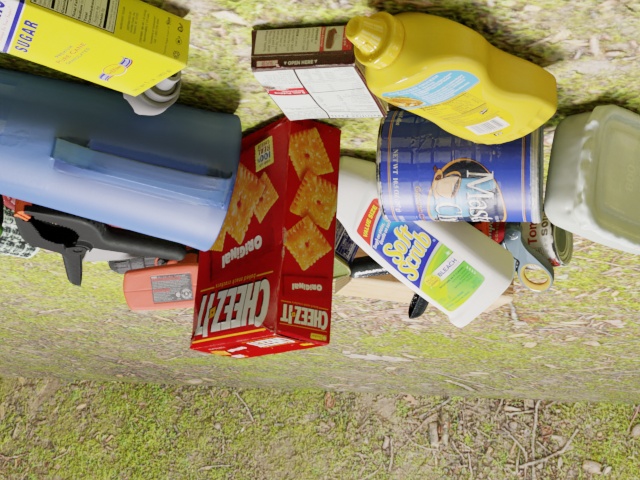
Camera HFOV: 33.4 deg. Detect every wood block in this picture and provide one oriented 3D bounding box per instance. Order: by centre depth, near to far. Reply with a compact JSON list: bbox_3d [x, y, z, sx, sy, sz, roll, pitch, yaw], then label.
[{"bbox_3d":[0.130,0.028,1.341,0.206,0.091,0.090,8,164,-11],"label":"wood block"}]

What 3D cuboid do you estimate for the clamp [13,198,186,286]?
[{"bbox_3d":[-0.277,0.000,1.207,0.165,0.036,0.209,-19,151,29],"label":"clamp"}]

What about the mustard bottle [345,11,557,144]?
[{"bbox_3d":[0.092,-0.130,0.825,0.191,0.058,0.096,17,159,-41],"label":"mustard bottle"}]

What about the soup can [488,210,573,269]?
[{"bbox_3d":[0.237,0.001,1.251,0.102,0.068,0.068,-6,162,32],"label":"soup can"}]

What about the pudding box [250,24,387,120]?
[{"bbox_3d":[0.001,-0.135,0.873,0.090,0.039,0.113,-1,166,16],"label":"pudding box"}]

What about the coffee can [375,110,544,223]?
[{"bbox_3d":[0.128,-0.067,0.962,0.140,0.103,0.102,1,165,14],"label":"coffee can"}]

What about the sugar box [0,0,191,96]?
[{"bbox_3d":[-0.196,-0.164,0.806,0.175,0.048,0.094,13,163,-33],"label":"sugar box"}]

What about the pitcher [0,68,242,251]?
[{"bbox_3d":[-0.198,-0.078,0.970,0.242,0.145,0.149,13,143,-18],"label":"pitcher"}]

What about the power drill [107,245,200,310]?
[{"bbox_3d":[-0.201,0.036,1.384,0.184,0.057,0.187,-7,-165,4],"label":"power drill"}]

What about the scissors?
[{"bbox_3d":[0.230,-0.001,1.182,0.096,0.016,0.202,18,143,3],"label":"scissors"}]

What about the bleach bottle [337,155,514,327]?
[{"bbox_3d":[0.081,-0.010,1.140,0.250,0.068,0.103,32,127,-14],"label":"bleach bottle"}]

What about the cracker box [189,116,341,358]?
[{"bbox_3d":[-0.057,0.001,1.055,0.072,0.213,0.164,14,162,-32],"label":"cracker box"}]

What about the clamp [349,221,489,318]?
[{"bbox_3d":[0.116,0.022,1.224,0.120,0.039,0.172,24,131,-28],"label":"clamp"}]
